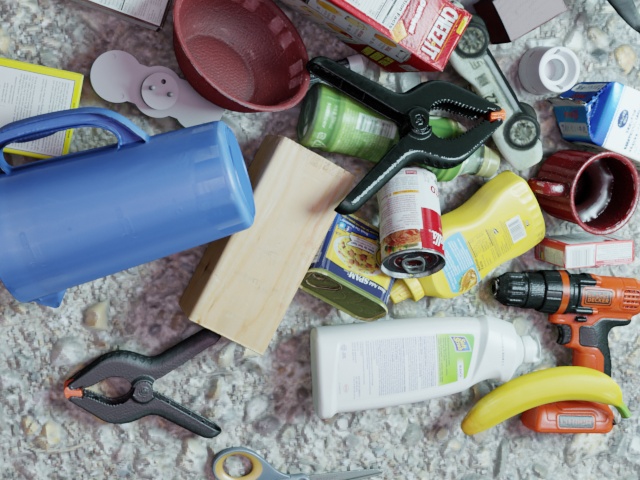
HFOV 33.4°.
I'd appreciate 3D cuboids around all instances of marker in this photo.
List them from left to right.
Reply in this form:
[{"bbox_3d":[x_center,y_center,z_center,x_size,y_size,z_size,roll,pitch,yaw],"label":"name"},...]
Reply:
[{"bbox_3d":[-0.013,-0.176,1.139,0.121,0.020,0.020,-17,101,-12],"label":"marker"}]

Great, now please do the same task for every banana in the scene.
[{"bbox_3d":[0.253,0.177,1.192,0.197,0.037,0.069,-4,94,-3],"label":"banana"}]

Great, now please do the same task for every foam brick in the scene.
[{"bbox_3d":[0.220,-0.256,1.172,0.078,0.053,0.051,-31,104,-10],"label":"foam brick"}]

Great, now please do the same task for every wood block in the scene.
[{"bbox_3d":[-0.058,0.001,1.113,0.090,0.091,0.206,28,90,-16],"label":"wood block"}]

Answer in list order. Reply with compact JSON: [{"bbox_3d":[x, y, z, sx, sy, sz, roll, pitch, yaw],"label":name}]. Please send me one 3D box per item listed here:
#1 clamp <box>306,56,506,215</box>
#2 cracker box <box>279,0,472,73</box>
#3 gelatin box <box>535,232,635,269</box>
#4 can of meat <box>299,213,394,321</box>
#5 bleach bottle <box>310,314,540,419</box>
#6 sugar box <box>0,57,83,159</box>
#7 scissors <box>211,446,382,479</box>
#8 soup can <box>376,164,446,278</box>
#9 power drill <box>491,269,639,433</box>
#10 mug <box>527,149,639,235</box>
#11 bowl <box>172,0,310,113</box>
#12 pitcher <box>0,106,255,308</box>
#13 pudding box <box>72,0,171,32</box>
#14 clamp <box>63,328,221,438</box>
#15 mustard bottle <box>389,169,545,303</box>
[{"bbox_3d":[0.088,-0.125,1.092,0.209,0.036,0.164,-15,82,-19],"label":"clamp"},{"bbox_3d":[0.025,-0.250,1.064,0.213,0.164,0.072,30,91,-16],"label":"cracker box"},{"bbox_3d":[0.301,0.011,1.218,0.089,0.073,0.030,-5,99,-15],"label":"gelatin box"},{"bbox_3d":[0.033,0.025,1.144,0.102,0.058,0.084,29,61,-17],"label":"can of meat"},{"bbox_3d":[0.117,0.136,1.173,0.250,0.068,0.102,-3,97,-7],"label":"bleach bottle"},{"bbox_3d":[-0.329,-0.137,1.048,0.176,0.048,0.093,11,95,-13],"label":"sugar box"},{"bbox_3d":[-0.035,0.255,1.192,0.201,0.016,0.096,-20,102,-12],"label":"scissors"},{"bbox_3d":[0.093,-0.019,1.119,0.068,0.069,0.102,5,63,-16],"label":"soup can"},{"bbox_3d":[0.280,0.127,1.236,0.184,0.057,0.188,4,97,-9],"label":"power drill"},{"bbox_3d":[0.285,-0.058,1.194,0.117,0.082,0.093,-1,102,-22],"label":"mug"},{"bbox_3d":[-0.090,-0.186,1.075,0.161,0.055,0.162,21,51,-29],"label":"bowl"},{"bbox_3d":[-0.194,-0.042,1.017,0.243,0.149,0.145,-16,67,3],"label":"pitcher"},{"bbox_3d":[-0.199,-0.270,1.068,0.113,0.039,0.090,18,93,-14],"label":"pudding box"},{"bbox_3d":[-0.181,0.163,1.130,0.171,0.039,0.120,-9,95,-7],"label":"clamp"},{"bbox_3d":[0.155,0.010,1.184,0.191,0.058,0.096,-34,128,-7],"label":"mustard bottle"}]
